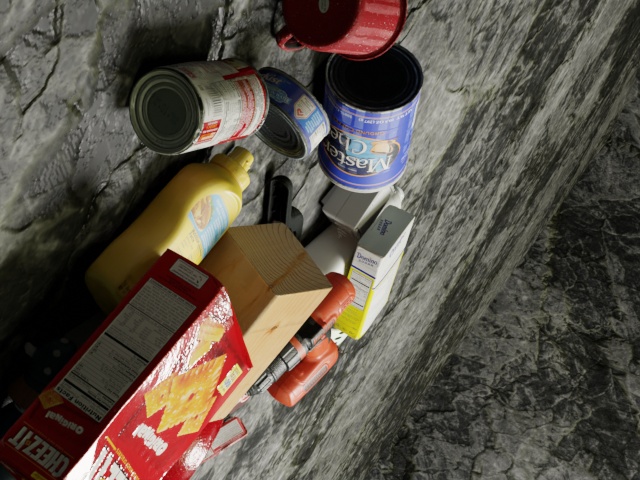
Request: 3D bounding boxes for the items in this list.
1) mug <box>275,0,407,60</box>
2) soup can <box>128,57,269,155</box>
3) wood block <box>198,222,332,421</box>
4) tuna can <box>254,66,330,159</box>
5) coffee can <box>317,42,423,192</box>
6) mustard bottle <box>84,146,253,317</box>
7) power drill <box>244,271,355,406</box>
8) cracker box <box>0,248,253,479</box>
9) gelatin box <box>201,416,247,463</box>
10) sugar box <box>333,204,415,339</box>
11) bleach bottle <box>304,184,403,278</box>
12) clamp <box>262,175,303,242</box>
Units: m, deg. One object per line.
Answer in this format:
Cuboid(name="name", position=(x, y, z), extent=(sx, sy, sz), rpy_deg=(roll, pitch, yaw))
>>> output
Cuboid(name="mug", position=(0.009, -0.203, 0.951), extent=(0.117, 0.093, 0.081), rpy_deg=(-25, 175, 29))
Cuboid(name="soup can", position=(-0.094, -0.106, 0.840), extent=(0.102, 0.068, 0.069), rpy_deg=(-26, 145, -60))
Cuboid(name="wood block", position=(-0.094, 0.087, 1.059), extent=(0.090, 0.090, 0.206), rpy_deg=(-5, 141, -53))
Cuboid(name="tuna can", position=(-0.035, -0.114, 0.967), extent=(0.033, 0.086, 0.086), rpy_deg=(-50, 162, -20))
Cuboid(name="coffee can", position=(0.051, -0.133, 1.151), extent=(0.102, 0.103, 0.140), rpy_deg=(-49, 161, -28))
Cuboid(name="mustard bottle", position=(-0.124, -0.012, 0.946), extent=(0.191, 0.058, 0.096), rpy_deg=(-50, 157, -22))
Cuboid(name="power drill", position=(-0.031, 0.138, 1.296), extent=(0.184, 0.057, 0.188), rpy_deg=(-44, 165, -20))
Cuboid(name="cracker box", position=(-0.152, 0.137, 0.889), extent=(0.213, 0.072, 0.164), rpy_deg=(-52, 157, -23))
Cuboid(name="gelatin box", position=(-0.141, 0.259, 1.367), extent=(0.089, 0.030, 0.073), rpy_deg=(-30, 178, -16))
Cuboid(name="sugar box", position=(0.069, 0.043, 1.406), extent=(0.093, 0.048, 0.176), rpy_deg=(-50, 160, -40))
Cuboid(name="bleach bottle", position=(0.042, 0.001, 1.451), extent=(0.250, 0.068, 0.103), rpy_deg=(-45, 162, -44))
Cuboid(name="clamp", position=(-0.058, 0.001, 1.198), extent=(0.120, 0.039, 0.171), rpy_deg=(-54, 164, -8))
